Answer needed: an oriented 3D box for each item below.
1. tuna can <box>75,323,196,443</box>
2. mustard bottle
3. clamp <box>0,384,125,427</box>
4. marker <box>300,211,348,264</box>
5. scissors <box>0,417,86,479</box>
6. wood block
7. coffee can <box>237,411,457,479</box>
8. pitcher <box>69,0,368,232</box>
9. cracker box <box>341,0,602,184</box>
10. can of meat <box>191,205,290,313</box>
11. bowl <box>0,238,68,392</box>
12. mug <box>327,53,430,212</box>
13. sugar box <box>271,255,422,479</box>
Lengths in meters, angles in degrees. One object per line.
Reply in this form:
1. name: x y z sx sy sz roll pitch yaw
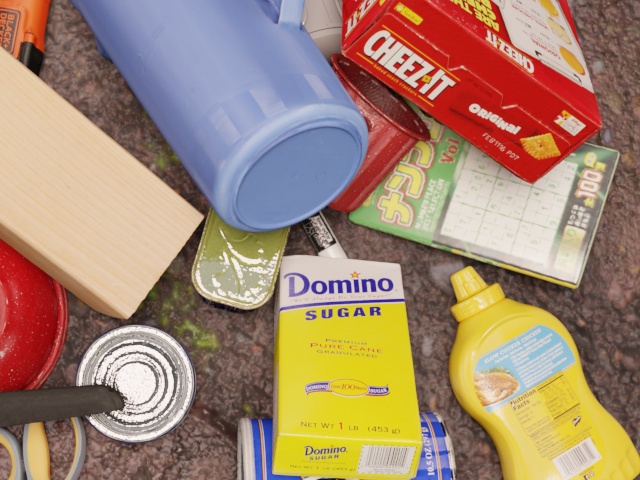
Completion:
1. tuna can: -0.132 0.103 0.767 0.086 0.034 0.086 1 81 -6
2. mustard bottle: 0.149 0.106 0.786 0.096 0.058 0.191 -28 86 -11
3. clamp: -0.244 0.120 0.699 0.210 0.036 0.164 36 87 0
4. marker: -0.016 -0.034 0.808 0.020 0.020 0.121 -28 85 -10
5. scissors: -0.203 0.203 0.726 0.096 0.016 0.202 -3 64 3
6. wood block: -0.194 -0.045 0.718 0.206 0.090 0.090 41 74 -21
7. coffee can: 0.015 0.172 0.738 0.140 0.103 0.103 -1 81 -7
8. pitcher: -0.065 -0.132 0.700 0.145 0.149 0.243 -28 59 -9
9. cracker box: 0.096 -0.158 0.732 0.164 0.072 0.213 31 35 -21
10. can of meat: -0.055 0.001 0.766 0.057 0.084 0.102 16 80 -4
11. bowl: -0.262 0.051 0.750 0.162 0.055 0.162 1 82 -6
12. mug: 0.018 -0.071 0.763 0.093 0.117 0.082 39 108 -7
13. sugar box: 0.015 0.081 0.729 0.093 0.048 0.176 5 40 -6
